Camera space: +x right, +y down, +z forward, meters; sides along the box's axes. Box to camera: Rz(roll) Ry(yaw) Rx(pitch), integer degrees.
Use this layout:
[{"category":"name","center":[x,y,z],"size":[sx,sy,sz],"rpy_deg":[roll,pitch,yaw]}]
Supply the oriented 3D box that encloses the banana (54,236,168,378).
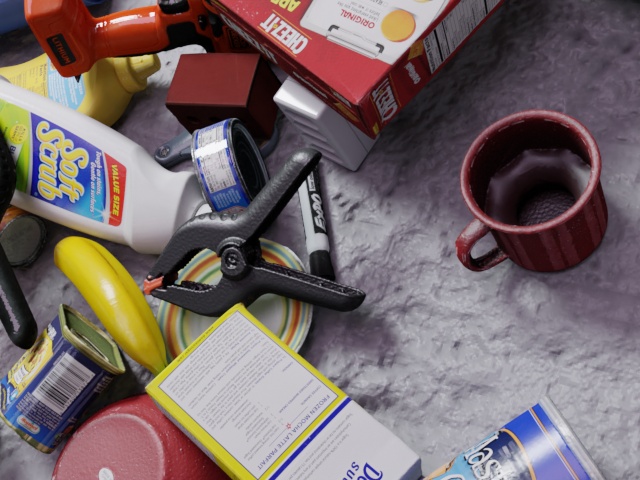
[{"category":"banana","center":[-0.171,0.041,0.837],"size":[0.037,0.070,0.198],"rpy_deg":[-17,41,-28]}]

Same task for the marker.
[{"category":"marker","center":[-0.006,-0.017,0.833],"size":[0.020,0.020,0.121],"rpy_deg":[-18,59,15]}]

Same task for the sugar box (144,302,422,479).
[{"category":"sugar box","center":[-0.026,0.131,0.729],"size":[0.176,0.048,0.093],"rpy_deg":[40,72,23]}]

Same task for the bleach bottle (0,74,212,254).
[{"category":"bleach bottle","center":[-0.191,-0.059,0.888],"size":[0.251,0.068,0.102],"rpy_deg":[20,91,15]}]

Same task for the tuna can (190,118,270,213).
[{"category":"tuna can","center":[-0.068,-0.052,0.840],"size":[0.034,0.086,0.086],"rpy_deg":[-19,59,13]}]

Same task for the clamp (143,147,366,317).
[{"category":"clamp","center":[-0.055,0.001,0.788],"size":[0.172,0.039,0.120],"rpy_deg":[-8,87,19]}]

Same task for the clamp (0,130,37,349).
[{"category":"clamp","center":[-0.298,-0.011,0.852],"size":[0.165,0.036,0.210],"rpy_deg":[-7,78,19]}]

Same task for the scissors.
[{"category":"scissors","center":[-0.116,-0.066,0.910],"size":[0.202,0.016,0.096],"rpy_deg":[-40,56,1]}]

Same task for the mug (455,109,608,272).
[{"category":"mug","center":[0.142,-0.021,0.731],"size":[0.117,0.081,0.093],"rpy_deg":[-43,56,-1]}]

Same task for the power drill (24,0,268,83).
[{"category":"power drill","center":[-0.136,-0.190,0.860],"size":[0.187,0.184,0.057],"rpy_deg":[-4,67,3]}]

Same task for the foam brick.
[{"category":"foam brick","center":[-0.079,-0.119,0.878],"size":[0.078,0.053,0.051],"rpy_deg":[4,68,25]}]

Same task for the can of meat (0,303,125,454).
[{"category":"can of meat","center":[-0.201,0.105,0.817],"size":[0.084,0.057,0.102],"rpy_deg":[-50,19,-3]}]

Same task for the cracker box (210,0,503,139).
[{"category":"cracker box","center":[0.047,-0.203,0.769],"size":[0.164,0.072,0.213],"rpy_deg":[41,85,24]}]

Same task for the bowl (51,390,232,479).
[{"category":"bowl","center":[-0.139,0.177,0.774],"size":[0.162,0.055,0.162],"rpy_deg":[-11,61,20]}]

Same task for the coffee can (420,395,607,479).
[{"category":"coffee can","center":[0.106,0.173,0.635],"size":[0.140,0.102,0.103],"rpy_deg":[-34,56,5]}]

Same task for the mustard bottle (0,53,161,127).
[{"category":"mustard bottle","center":[-0.233,-0.132,0.972],"size":[0.192,0.058,0.096],"rpy_deg":[-18,60,16]}]
